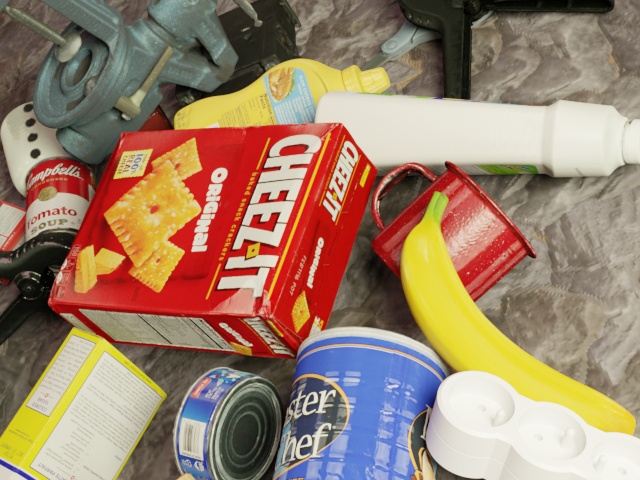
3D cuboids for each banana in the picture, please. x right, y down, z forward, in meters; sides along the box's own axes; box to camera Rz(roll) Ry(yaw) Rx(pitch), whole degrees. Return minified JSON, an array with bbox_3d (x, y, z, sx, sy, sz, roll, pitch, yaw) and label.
[{"bbox_3d":[0.109,0.059,0.670,0.069,0.037,0.198,-38,75,2],"label":"banana"}]

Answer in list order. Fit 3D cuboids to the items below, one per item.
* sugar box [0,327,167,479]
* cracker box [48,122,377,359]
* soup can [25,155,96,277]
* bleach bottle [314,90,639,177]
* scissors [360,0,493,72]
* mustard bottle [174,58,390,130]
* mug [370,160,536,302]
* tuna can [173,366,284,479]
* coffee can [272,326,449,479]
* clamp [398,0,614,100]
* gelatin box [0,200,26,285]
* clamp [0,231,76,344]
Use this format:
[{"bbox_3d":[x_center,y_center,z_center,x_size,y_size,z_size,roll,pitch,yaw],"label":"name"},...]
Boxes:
[{"bbox_3d":[-0.197,0.165,0.807,0.048,0.093,0.176,15,64,41],"label":"sugar box"},{"bbox_3d":[-0.084,-0.004,0.800,0.214,0.072,0.164,1,59,33],"label":"cracker box"},{"bbox_3d":[-0.246,-0.022,1.012,0.068,0.068,0.102,-26,45,13],"label":"soup can"},{"bbox_3d":[0.125,-0.077,0.802,0.251,0.102,0.068,5,92,29],"label":"bleach bottle"},{"bbox_3d":[0.068,-0.190,0.977,0.202,0.016,0.096,-27,47,11],"label":"scissors"},{"bbox_3d":[-0.029,-0.104,0.931,0.192,0.058,0.096,-23,75,16],"label":"mustard bottle"},{"bbox_3d":[0.083,-0.004,0.755,0.081,0.093,0.117,-43,73,3],"label":"mug"},{"bbox_3d":[-0.062,0.134,0.748,0.034,0.086,0.086,6,59,35],"label":"tuna can"},{"bbox_3d":[0.023,0.140,0.673,0.103,0.102,0.140,-8,51,28],"label":"coffee can"},{"bbox_3d":[0.137,-0.209,0.915,0.164,0.036,0.210,-33,53,5],"label":"clamp"},{"bbox_3d":[-0.326,-0.001,1.077,0.089,0.030,0.073,17,67,41],"label":"gelatin box"},{"bbox_3d":[-0.266,0.029,0.955,0.171,0.120,0.039,-23,32,11],"label":"clamp"}]
